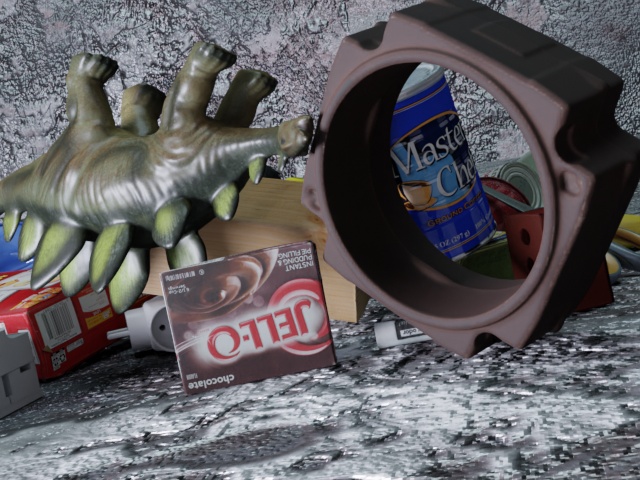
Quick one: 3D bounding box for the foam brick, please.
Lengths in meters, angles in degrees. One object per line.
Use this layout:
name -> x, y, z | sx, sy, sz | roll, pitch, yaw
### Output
foam brick -> 0.176, 0.013, 0.795 | 0.051, 0.078, 0.053 | -14, 4, -22

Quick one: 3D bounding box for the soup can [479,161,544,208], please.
soup can -> 0.177, -0.035, 1.119 | 0.068, 0.068, 0.102 | -15, -7, -37

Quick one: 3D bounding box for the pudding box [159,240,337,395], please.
pudding box -> -0.051, 0.054, 0.763 | 0.113, 0.090, 0.039 | -11, 4, 0

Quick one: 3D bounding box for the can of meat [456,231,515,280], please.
can of meat -> 0.126, 0.024, 0.893 | 0.101, 0.057, 0.084 | -15, 9, -31

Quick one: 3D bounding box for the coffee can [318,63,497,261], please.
coffee can -> 0.070, -0.058, 0.846 | 0.103, 0.140, 0.103 | -20, 17, 6

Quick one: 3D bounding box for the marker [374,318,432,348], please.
marker -> 0.100, 0.060, 0.775 | 0.121, 0.020, 0.020 | -10, 6, 6

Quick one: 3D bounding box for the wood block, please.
wood block -> -0.056, 0.001, 0.944 | 0.206, 0.091, 0.090 | 6, 29, 17

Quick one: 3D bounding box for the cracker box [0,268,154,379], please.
cracker box -> -0.288, 0.079, 1.015 | 0.214, 0.072, 0.164 | -8, 13, 31
